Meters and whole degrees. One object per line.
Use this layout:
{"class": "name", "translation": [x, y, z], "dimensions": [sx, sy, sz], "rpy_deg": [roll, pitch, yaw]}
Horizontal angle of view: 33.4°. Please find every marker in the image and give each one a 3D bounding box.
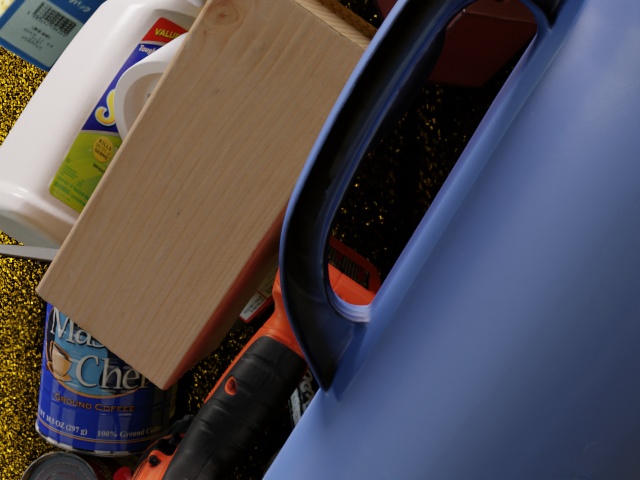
{"class": "marker", "translation": [-0.011, 0.095, 0.643], "dimensions": [0.020, 0.020, 0.121], "rpy_deg": [-28, 66, 54]}

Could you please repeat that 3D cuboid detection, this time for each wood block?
{"class": "wood block", "translation": [-0.051, -0.036, 0.568], "dimensions": [0.091, 0.090, 0.206], "rpy_deg": [36, 108, 6]}

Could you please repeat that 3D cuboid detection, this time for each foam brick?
{"class": "foam brick", "translation": [0.061, -0.119, 0.507], "dimensions": [0.051, 0.052, 0.078], "rpy_deg": [-47, 53, 46]}

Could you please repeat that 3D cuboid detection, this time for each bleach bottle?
{"class": "bleach bottle", "translation": [-0.134, -0.109, 0.712], "dimensions": [0.068, 0.102, 0.250], "rpy_deg": [13, 71, 37]}

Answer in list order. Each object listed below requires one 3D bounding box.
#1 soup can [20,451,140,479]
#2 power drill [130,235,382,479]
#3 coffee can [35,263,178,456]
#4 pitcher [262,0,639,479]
{"class": "soup can", "translation": [-0.171, 0.192, 0.797], "dimensions": [0.068, 0.102, 0.068], "rpy_deg": [-3, 78, 16]}
{"class": "power drill", "translation": [-0.040, 0.083, 0.578], "dimensions": [0.188, 0.057, 0.184], "rpy_deg": [-56, 4, 8]}
{"class": "coffee can", "translation": [-0.152, 0.073, 0.785], "dimensions": [0.103, 0.102, 0.140], "rpy_deg": [24, 110, 55]}
{"class": "pitcher", "translation": [0.065, 0.034, 0.351], "dimensions": [0.149, 0.144, 0.243], "rpy_deg": [44, 108, 35]}
